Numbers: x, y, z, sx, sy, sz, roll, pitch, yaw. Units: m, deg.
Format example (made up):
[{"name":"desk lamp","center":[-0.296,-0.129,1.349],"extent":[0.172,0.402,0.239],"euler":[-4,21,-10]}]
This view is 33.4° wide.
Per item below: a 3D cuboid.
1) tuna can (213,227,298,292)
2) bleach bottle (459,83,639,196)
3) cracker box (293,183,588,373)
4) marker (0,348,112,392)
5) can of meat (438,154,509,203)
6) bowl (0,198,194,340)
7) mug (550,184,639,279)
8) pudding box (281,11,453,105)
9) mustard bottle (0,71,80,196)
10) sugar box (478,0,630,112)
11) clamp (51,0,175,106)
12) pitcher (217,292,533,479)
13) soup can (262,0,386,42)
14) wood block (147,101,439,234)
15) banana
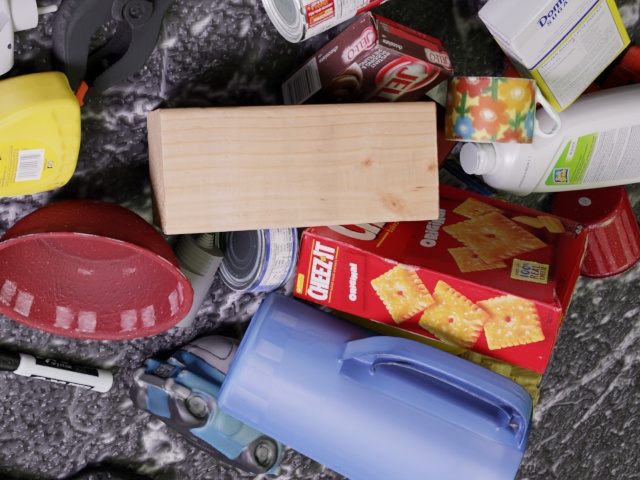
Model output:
[{"name":"tuna can","center":[-0.056,0.001,0.895],"extent":[0.033,0.086,0.086],"euler":[-2,121,-35]},{"name":"bleach bottle","center":[0.245,-0.097,1.000],"extent":[0.250,0.068,0.103],"euler":[-8,125,-26]},{"name":"cracker box","center":[0.107,0.014,0.901],"extent":[0.164,0.214,0.072],"euler":[-48,152,-57]},{"name":"marker","center":[-0.226,0.108,0.888],"extent":[0.120,0.020,0.020],"euler":[22,105,-45]},{"name":"can of meat","center":[0.145,-0.024,1.034],"extent":[0.057,0.084,0.102],"euler":[-42,137,-5]},{"name":"bowl","center":[-0.174,0.016,0.804],"extent":[0.162,0.055,0.162],"euler":[1,149,0]},{"name":"mug","center":[0.303,-0.028,1.161],"extent":[0.081,0.093,0.117],"euler":[57,49,-41]},{"name":"pudding box","center":[0.036,-0.131,0.866],"extent":[0.089,0.039,0.114],"euler":[12,150,-41]},{"name":"mustard bottle","center":[-0.260,-0.059,0.707],"extent":[0.191,0.058,0.096],"euler":[-14,152,-29]},{"name":"sugar box","center":[0.197,-0.176,0.883],"extent":[0.093,0.048,0.176],"euler":[-46,151,7]},{"name":"clamp","center":[-0.138,-0.175,0.735],"extent":[0.171,0.039,0.120],"euler":[-51,135,5]},{"name":"pitcher","center":[0.046,0.133,0.876],"extent":[0.243,0.145,0.149],"euler":[25,98,-2]},{"name":"soup can","center":[0.011,-0.201,0.812],"extent":[0.102,0.069,0.068],"euler":[-29,134,-18]},{"name":"wood block","center":[-0.023,-0.058,0.812],"extent":[0.206,0.091,0.090],"euler":[-4,96,-14]},{"name":"banana","center":[0.061,0.060,0.952],"extent":[0.069,0.198,0.037],"euler":[-64,161,-21]}]
